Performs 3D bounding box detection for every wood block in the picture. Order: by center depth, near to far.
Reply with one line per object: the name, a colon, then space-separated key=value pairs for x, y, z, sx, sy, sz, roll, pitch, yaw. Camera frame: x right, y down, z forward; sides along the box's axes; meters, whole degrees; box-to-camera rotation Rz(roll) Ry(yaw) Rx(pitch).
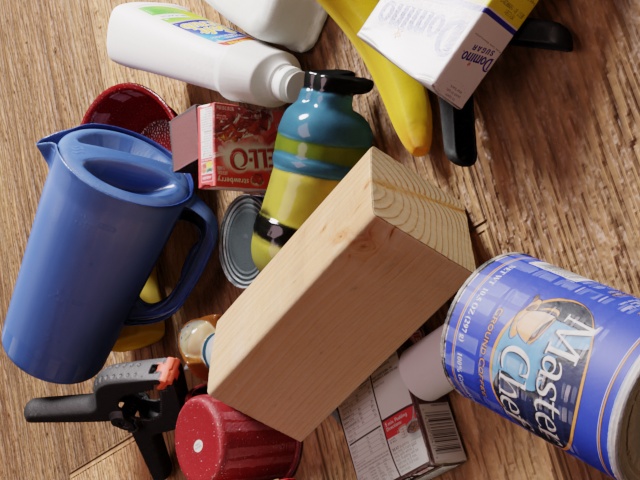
wood block: x=0.011 y=0.044 z=0.796 sx=0.206 sy=0.090 sz=0.090 roll=-48 pitch=22 yaw=29

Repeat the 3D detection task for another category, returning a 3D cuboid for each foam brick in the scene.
foam brick: x=-0.094 y=-0.091 z=0.991 sx=0.053 sy=0.078 sz=0.051 roll=-21 pitch=72 yaw=52

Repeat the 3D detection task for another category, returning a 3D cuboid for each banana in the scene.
banana: x=0.033 y=-0.154 z=0.823 sx=0.198 sy=0.069 sz=0.037 roll=52 pitch=146 yaw=-1

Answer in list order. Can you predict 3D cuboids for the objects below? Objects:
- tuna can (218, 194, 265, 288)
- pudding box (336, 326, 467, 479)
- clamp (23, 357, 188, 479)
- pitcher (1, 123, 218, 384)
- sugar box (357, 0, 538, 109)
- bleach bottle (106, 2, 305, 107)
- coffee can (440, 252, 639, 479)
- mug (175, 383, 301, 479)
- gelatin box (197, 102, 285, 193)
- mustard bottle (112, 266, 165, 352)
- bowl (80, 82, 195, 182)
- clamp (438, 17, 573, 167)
tuna can: x=-0.056 y=0.001 z=0.974 sx=0.086 sy=0.033 sz=0.086 roll=-3 pitch=86 yaw=52
pudding box: x=0.056 y=0.133 z=0.822 sx=0.090 sy=0.039 sz=0.113 roll=-41 pitch=55 yaw=44
clamp: x=-0.194 y=0.162 z=1.031 sx=0.210 sy=0.164 sz=0.036 roll=-53 pitch=17 yaw=49
pitcher: x=-0.214 y=0.024 z=1.032 sx=0.149 sy=0.144 sz=0.243 roll=48 pitch=124 yaw=34
sugar box: x=0.109 y=-0.187 z=0.723 sx=0.176 sy=0.048 sz=0.093 roll=-54 pitch=47 yaw=9
bleach bottle: x=-0.094 y=-0.169 z=0.994 sx=0.251 sy=0.102 sz=0.068 roll=25 pitch=113 yaw=43
coffee can: x=0.157 y=0.075 z=0.642 sx=0.141 sy=0.102 sz=0.103 roll=25 pitch=108 yaw=50
mug: x=-0.082 y=0.170 z=0.960 sx=0.117 sy=0.081 sz=0.093 roll=51 pitch=127 yaw=40
gelatin box: x=-0.065 y=-0.080 z=0.943 sx=0.030 sy=0.089 sz=0.073 roll=-5 pitch=85 yaw=51
mustard bottle: x=-0.216 y=0.020 z=1.159 sx=0.096 sy=0.058 sz=0.191 roll=-25 pitch=69 yaw=47
bowl: x=-0.180 y=-0.081 z=1.100 sx=0.162 sy=0.055 sz=0.162 roll=5 pitch=98 yaw=36
clamp: x=0.098 y=-0.137 z=0.775 sx=0.120 sy=0.039 sz=0.172 roll=-54 pitch=44 yaw=17
